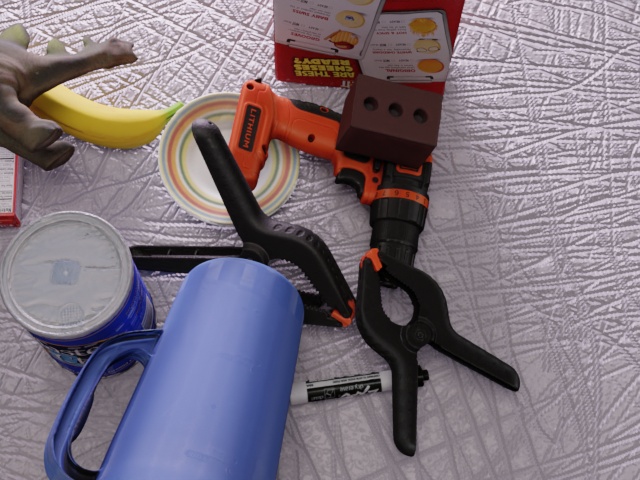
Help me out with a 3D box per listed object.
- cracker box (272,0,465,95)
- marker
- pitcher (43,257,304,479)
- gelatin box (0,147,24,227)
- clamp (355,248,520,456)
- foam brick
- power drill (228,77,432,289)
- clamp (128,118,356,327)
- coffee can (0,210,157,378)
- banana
[{"bbox_3d":[0.041,-0.213,0.936,0.164,0.214,0.072,7,68,2],"label":"cracker box"},{"bbox_3d":[0.033,0.123,0.914,0.121,0.020,0.020,-8,70,-3],"label":"marker"},{"bbox_3d":[-0.095,0.126,0.818,0.145,0.149,0.242,-7,42,20],"label":"pitcher"},{"bbox_3d":[-0.311,-0.055,0.976,0.073,0.030,0.089,-3,70,-2],"label":"gelatin box"},{"bbox_3d":[0.074,0.090,0.891,0.120,0.039,0.171,-38,86,-19],"label":"clamp"},{"bbox_3d":[0.059,-0.102,0.917,0.078,0.051,0.053,12,69,-8],"label":"foam brick"},{"bbox_3d":[0.007,-0.059,0.952,0.187,0.057,0.184,12,69,-8],"label":"power drill"},{"bbox_3d":[-0.056,0.001,0.911,0.210,0.165,0.036,28,33,3],"label":"clamp"},{"bbox_3d":[-0.195,0.049,0.878,0.103,0.140,0.103,0,70,0],"label":"coffee can"},{"bbox_3d":[-0.229,-0.130,1.003,0.198,0.037,0.069,22,54,7],"label":"banana"}]
